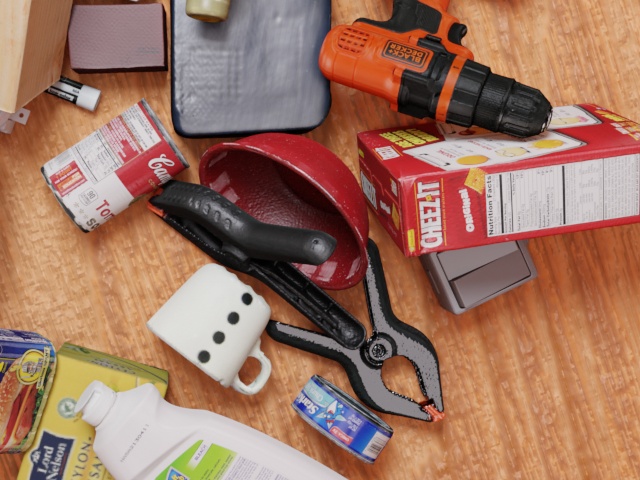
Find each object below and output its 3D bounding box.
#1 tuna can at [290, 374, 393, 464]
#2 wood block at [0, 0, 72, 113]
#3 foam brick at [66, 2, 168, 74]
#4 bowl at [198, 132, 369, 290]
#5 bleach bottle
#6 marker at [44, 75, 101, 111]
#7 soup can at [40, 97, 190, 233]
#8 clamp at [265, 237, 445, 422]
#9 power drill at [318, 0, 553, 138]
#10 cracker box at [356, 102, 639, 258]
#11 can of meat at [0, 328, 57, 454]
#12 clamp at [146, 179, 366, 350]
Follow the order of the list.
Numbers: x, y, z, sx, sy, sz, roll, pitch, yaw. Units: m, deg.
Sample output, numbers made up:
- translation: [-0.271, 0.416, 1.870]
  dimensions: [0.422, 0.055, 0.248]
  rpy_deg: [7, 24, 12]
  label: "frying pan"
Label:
- translation: [0.019, 0.149, 0.897]
  dimensions: [0.086, 0.086, 0.034]
  rpy_deg: [36, 88, -7]
  label: "tuna can"
- translation: [-0.232, -0.212, 0.776]
  dimensions: [0.090, 0.090, 0.206]
  rpy_deg: [18, 118, 2]
  label: "wood block"
- translation: [-0.165, -0.165, 0.874]
  dimensions: [0.078, 0.051, 0.053]
  rpy_deg: [-2, 95, -6]
  label: "foam brick"
- translation: [-0.018, -0.034, 0.863]
  dimensions: [0.162, 0.162, 0.055]
  rpy_deg: [42, 61, -7]
  label: "bowl"
- translation: [-0.077, 0.182, 0.848]
  dimensions: [0.250, 0.068, 0.102]
  rpy_deg: [36, 83, -17]
  label: "bleach bottle"
- translation: [-0.242, -0.138, 0.883]
  dimensions: [0.121, 0.020, 0.020]
  rpy_deg: [21, 91, -7]
  label: "marker"
- translation: [-0.168, -0.061, 0.872]
  dimensions: [0.102, 0.068, 0.068]
  rpy_deg: [-34, 97, -3]
  label: "soup can"
- translation: [0.037, 0.095, 0.920]
  dimensions: [0.120, 0.039, 0.171]
  rpy_deg: [-33, 90, 3]
  label: "clamp"
- translation: [0.113, -0.175, 0.846]
  dimensions: [0.184, 0.057, 0.187]
  rpy_deg: [20, 61, 9]
  label: "power drill"
- translation: [0.150, -0.052, 0.854]
  dimensions: [0.213, 0.164, 0.072]
  rpy_deg: [-9, 108, -6]
  label: "cracker box"
- translation: [-0.259, 0.116, 0.822]
  dimensions: [0.058, 0.083, 0.102]
  rpy_deg: [22, 94, 35]
  label: "can of meat"
- translation: [-0.056, 0.001, 0.849]
  dimensions: [0.210, 0.164, 0.036]
  rpy_deg: [31, 69, 19]
  label: "clamp"
